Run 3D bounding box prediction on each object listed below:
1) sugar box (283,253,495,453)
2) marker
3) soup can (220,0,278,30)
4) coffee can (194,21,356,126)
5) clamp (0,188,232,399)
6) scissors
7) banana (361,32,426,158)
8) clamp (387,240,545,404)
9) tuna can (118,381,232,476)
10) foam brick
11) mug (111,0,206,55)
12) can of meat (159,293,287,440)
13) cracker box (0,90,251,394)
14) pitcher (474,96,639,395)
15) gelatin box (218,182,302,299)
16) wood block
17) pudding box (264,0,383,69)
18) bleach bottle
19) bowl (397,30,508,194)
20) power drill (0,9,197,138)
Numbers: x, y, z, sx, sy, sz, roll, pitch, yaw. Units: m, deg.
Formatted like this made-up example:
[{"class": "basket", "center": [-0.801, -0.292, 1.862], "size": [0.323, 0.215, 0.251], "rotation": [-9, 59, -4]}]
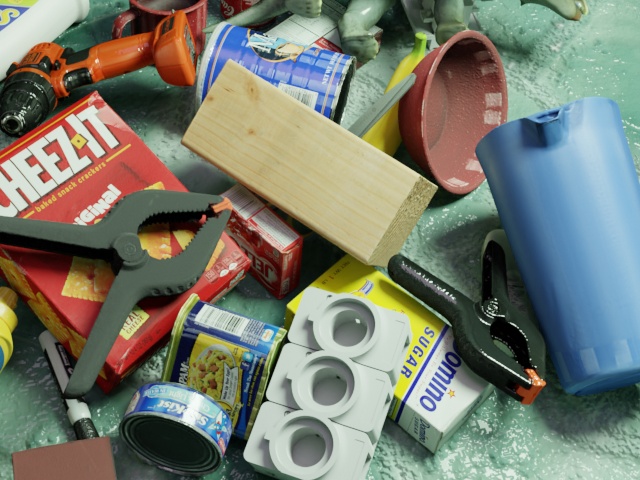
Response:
[{"class": "sugar box", "center": [0.062, 0.094, 0.932], "size": [0.176, 0.048, 0.093], "rotation": [35, 56, 22]}, {"class": "marker", "center": [-0.210, 0.126, 0.894], "size": [0.020, 0.020, 0.121], "rotation": [-18, 56, -19]}, {"class": "soup can", "center": [-0.077, -0.296, 1.192], "size": [0.068, 0.102, 0.068], "rotation": [3, 52, -4]}, {"class": "coffee can", "center": [-0.045, -0.154, 1.082], "size": [0.140, 0.103, 0.102], "rotation": [16, 52, 6]}, {"class": "clamp", "center": [-0.157, 0.025, 0.862], "size": [0.209, 0.036, 0.164], "rotation": [-20, 76, -27]}, {"class": "scissors", "center": [0.022, -0.070, 1.016], "size": [0.202, 0.016, 0.096], "rotation": [-29, 72, 12]}, {"class": "banana", "center": [0.062, -0.115, 1.081], "size": [0.037, 0.069, 0.197], "rotation": [17, 72, 27]}, {"class": "clamp", "center": [0.131, 0.066, 0.917], "size": [0.120, 0.039, 0.171], "rotation": [-5, 45, -17]}, {"class": "tuna can", "center": [-0.114, 0.149, 0.843], "size": [0.086, 0.086, 0.033], "rotation": [15, 50, 6]}, {"class": "foam brick", "center": [-0.195, 0.190, 0.822], "size": [0.078, 0.053, 0.051], "rotation": [-8, 53, -12]}, {"class": "mug", "center": [-0.173, -0.237, 1.147], "size": [0.117, 0.081, 0.093], "rotation": [-35, 63, -29]}, {"class": "can of meat", "center": [-0.081, 0.105, 0.872], "size": [0.084, 0.102, 0.057], "rotation": [19, 24, 5]}, {"class": "cracker box", "center": [-0.190, -0.002, 0.925], "size": [0.214, 0.072, 0.164], "rotation": [48, 59, 4]}, {"class": "pitcher", "center": [0.234, 0.009, 0.945], "size": [0.149, 0.145, 0.243], "rotation": [-3, 71, -34]}, {"class": "gelatin box", "center": [-0.056, 0.001, 0.975], "size": [0.030, 0.073, 0.089], "rotation": [-36, 64, -28]}, {"class": "wood block", "center": [-0.010, -0.068, 0.964], "size": [0.206, 0.090, 0.090], "rotation": [33, 97, 16]}, {"class": "pudding box", "center": [0.000, -0.217, 1.179], "size": [0.090, 0.039, 0.113], "rotation": [36, 55, 21]}, {"class": "bleach bottle", "center": [-0.354, -0.199, 1.111], "size": [0.103, 0.068, 0.250], "rotation": [23, 55, 15]}, {"class": "bowl", "center": [0.125, -0.128, 1.069], "size": [0.055, 0.162, 0.162], "rotation": [9, 45, 38]}, {"class": "power drill", "center": [-0.218, -0.164, 1.044], "size": [0.187, 0.057, 0.184], "rotation": [-12, 30, 4]}]
